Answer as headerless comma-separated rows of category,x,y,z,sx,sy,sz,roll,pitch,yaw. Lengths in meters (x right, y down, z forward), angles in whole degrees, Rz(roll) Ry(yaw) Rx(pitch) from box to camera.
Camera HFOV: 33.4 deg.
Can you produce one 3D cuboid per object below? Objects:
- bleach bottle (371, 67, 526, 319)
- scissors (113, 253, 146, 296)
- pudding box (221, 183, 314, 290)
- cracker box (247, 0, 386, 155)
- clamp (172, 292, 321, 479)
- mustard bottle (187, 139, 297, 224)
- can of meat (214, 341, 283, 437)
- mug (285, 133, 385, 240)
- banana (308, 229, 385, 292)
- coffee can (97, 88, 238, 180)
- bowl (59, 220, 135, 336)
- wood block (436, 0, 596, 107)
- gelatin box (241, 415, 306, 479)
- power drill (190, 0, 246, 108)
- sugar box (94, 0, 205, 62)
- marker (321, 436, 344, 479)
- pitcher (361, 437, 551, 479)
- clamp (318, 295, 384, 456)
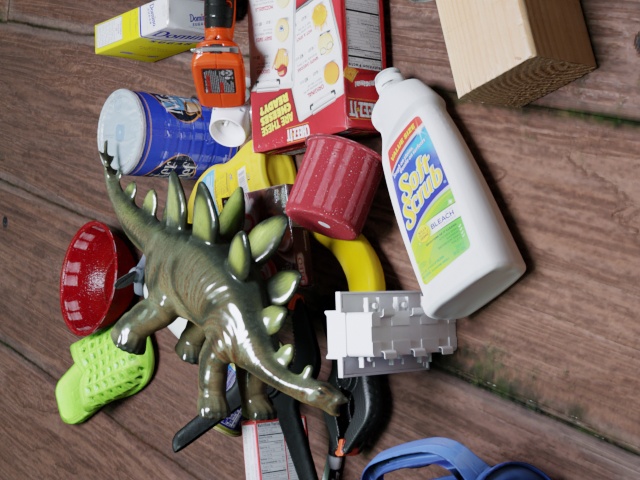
bleach bottle,0.103,-0.056,1.024,0.103,0.067,0.251,-42,57,35
scissors,-0.226,0.026,1.349,0.202,0.016,0.096,90,-162,-81
pudding box,-0.057,0.001,1.153,0.090,0.039,0.113,-10,81,32
cracker box,-0.005,-0.209,1.145,0.164,0.071,0.214,-8,84,51
clamp,-0.065,0.155,1.134,0.164,0.036,0.210,10,87,9
mustard bottle,-0.106,-0.048,1.268,0.192,0.058,0.096,-26,71,46
can of meat,-0.088,0.159,1.215,0.057,0.102,0.084,28,115,-2
mug,0.010,-0.050,1.095,0.081,0.093,0.117,-69,15,-13
banana,0.029,0.030,1.102,0.070,0.037,0.198,-25,45,11
coffee can,-0.184,-0.126,1.298,0.103,0.140,0.103,-2,88,49
bowl,-0.303,0.056,1.489,0.162,0.055,0.162,-15,70,48
wood block,0.159,-0.233,0.942,0.091,0.090,0.206,-25,70,47
gelatin box,-0.049,0.240,1.183,0.030,0.073,0.089,-17,76,48
power drill,-0.112,-0.248,1.205,0.184,0.057,0.187,88,180,-69
sugar box,-0.204,-0.267,1.362,0.177,0.093,0.048,-2,88,50
marker,0.010,0.262,1.156,0.020,0.020,0.121,22,106,47
pitcher,0.097,0.270,0.971,0.243,0.144,0.149,-23,57,50
clamp,0.043,0.137,1.107,0.120,0.039,0.171,-13,77,53
